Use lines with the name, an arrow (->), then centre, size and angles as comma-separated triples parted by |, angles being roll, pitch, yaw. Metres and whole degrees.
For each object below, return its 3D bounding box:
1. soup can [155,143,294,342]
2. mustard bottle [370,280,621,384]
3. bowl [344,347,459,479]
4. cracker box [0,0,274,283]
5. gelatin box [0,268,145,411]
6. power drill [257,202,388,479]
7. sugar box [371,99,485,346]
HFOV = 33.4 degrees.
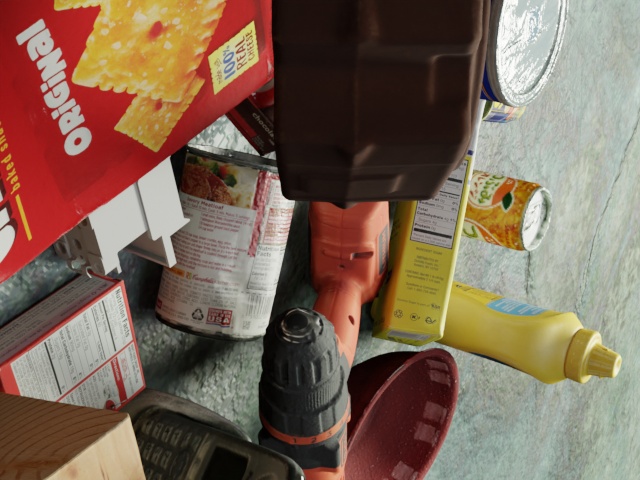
soup can -> -0.054, 0.001, 0.618 | 0.068, 0.069, 0.102 | 0, 105, -58
mustard bottle -> 0.142, 0.070, 0.841 | 0.096, 0.192, 0.058 | 9, 97, -58
bowl -> 0.042, 0.147, 0.839 | 0.161, 0.055, 0.162 | -33, 136, -39
cracker box -> -0.110, -0.084, 0.422 | 0.213, 0.072, 0.164 | -42, 153, -29
gelatin box -> -0.135, 0.068, 0.558 | 0.089, 0.030, 0.073 | -40, 135, -42
power drill -> 0.002, 0.051, 0.666 | 0.184, 0.057, 0.187 | 91, 12, -50
sugar box -> 0.077, -0.014, 0.784 | 0.093, 0.048, 0.176 | 118, -19, -79
